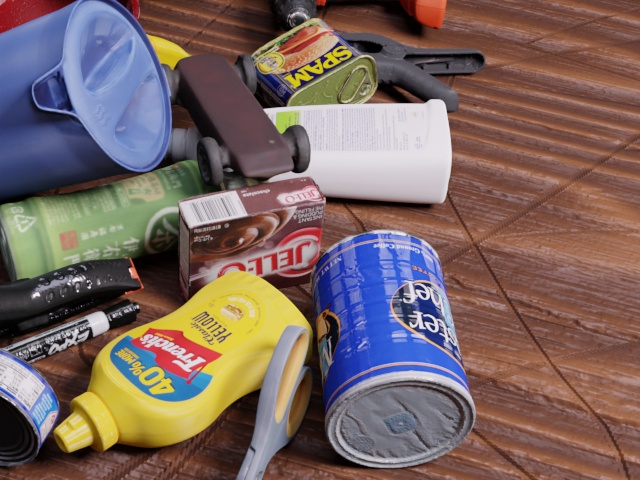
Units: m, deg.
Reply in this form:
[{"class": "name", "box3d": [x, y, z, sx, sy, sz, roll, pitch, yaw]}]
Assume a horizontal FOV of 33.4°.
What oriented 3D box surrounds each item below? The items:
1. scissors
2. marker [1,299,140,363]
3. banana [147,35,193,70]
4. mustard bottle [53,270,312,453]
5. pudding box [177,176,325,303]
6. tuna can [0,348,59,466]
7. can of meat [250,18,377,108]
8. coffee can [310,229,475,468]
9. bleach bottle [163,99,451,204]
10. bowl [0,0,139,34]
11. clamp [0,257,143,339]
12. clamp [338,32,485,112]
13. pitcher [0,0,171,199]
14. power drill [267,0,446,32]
[{"class": "scissors", "box3d": [-0.041, 0.157, 0.726, 0.016, 0.096, 0.201, 13, 75, 17]}, {"class": "marker", "box3d": [-0.191, 0.072, 0.801, 0.120, 0.020, 0.020, -22, 52, -28]}, {"class": "banana", "box3d": [-0.159, -0.175, 0.986, 0.070, 0.037, 0.197, -7, 7, 9]}, {"class": "mustard bottle", "box3d": [-0.104, 0.094, 0.762, 0.191, 0.058, 0.096, -30, 51, -32]}, {"class": "pudding box", "box3d": [-0.056, 0.001, 0.842, 0.113, 0.090, 0.039, -10, 45, -17]}, {"class": "tuna can", "box3d": [-0.219, 0.109, 0.711, 0.086, 0.086, 0.033, 17, 43, 9]}, {"class": "can of meat", "box3d": [-0.010, -0.159, 1.026, 0.102, 0.057, 0.084, -32, 52, -15]}, {"class": "coffee can", "box3d": [0.048, 0.077, 0.770, 0.102, 0.103, 0.140, 1, 44, -7]}, {"class": "bleach bottle", "box3d": [-0.013, -0.085, 0.957, 0.251, 0.068, 0.102, 3, 41, -2]}, {"class": "bowl", "box3d": [-0.259, -0.206, 1.049, 0.162, 0.055, 0.162, 4, 44, -4]}, {"class": "clamp", "box3d": [-0.224, 0.053, 0.766, 0.209, 0.165, 0.036, -17, 81, -50]}, {"class": "clamp", "box3d": [0.076, -0.173, 1.072, 0.171, 0.039, 0.120, 9, 29, 9]}, {"class": "pitcher", "box3d": [-0.243, -0.094, 0.836, 0.243, 0.149, 0.145, -12, 53, 23]}, {"class": "power drill", "box3d": [0.035, -0.263, 1.131, 0.187, 0.057, 0.184, 2, 33, -9]}]
